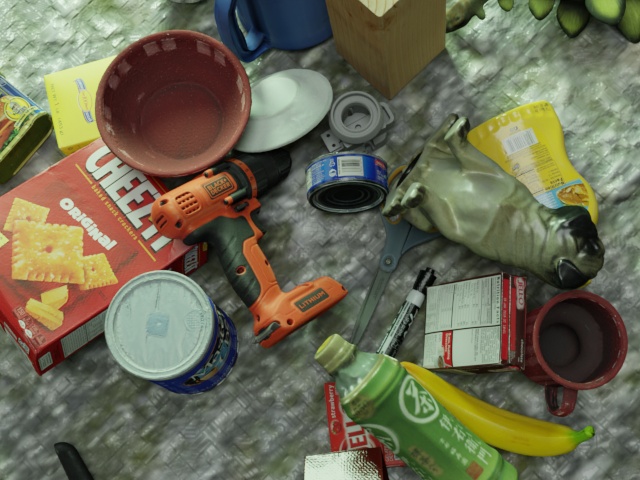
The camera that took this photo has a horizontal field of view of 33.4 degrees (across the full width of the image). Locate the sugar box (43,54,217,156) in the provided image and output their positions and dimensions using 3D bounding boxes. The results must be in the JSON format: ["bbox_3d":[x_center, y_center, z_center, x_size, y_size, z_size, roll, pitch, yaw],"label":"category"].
[{"bbox_3d":[-0.206,-0.158,1.169,0.176,0.048,0.093,-17,75,3],"label":"sugar box"}]

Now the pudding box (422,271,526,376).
[{"bbox_3d":[0.149,0.083,1.038,0.039,0.114,0.090,15,73,-35],"label":"pudding box"}]

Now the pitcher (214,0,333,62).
[{"bbox_3d":[-0.050,-0.293,1.083,0.145,0.243,0.149,-12,74,5],"label":"pitcher"}]

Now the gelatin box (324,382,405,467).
[{"bbox_3d":[0.045,0.183,1.063,0.073,0.030,0.089,-7,75,5],"label":"gelatin box"}]

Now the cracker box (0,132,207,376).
[{"bbox_3d":[-0.247,0.007,1.089,0.213,0.072,0.164,-35,75,-22],"label":"cracker box"}]

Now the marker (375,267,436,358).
[{"bbox_3d":[0.085,0.081,1.090,0.020,0.020,0.121,27,80,12],"label":"marker"}]

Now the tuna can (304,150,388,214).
[{"bbox_3d":[0.027,-0.058,1.095,0.086,0.086,0.034,-5,68,5],"label":"tuna can"}]

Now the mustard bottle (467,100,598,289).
[{"bbox_3d":[0.227,-0.040,1.084,0.096,0.058,0.192,-23,74,2],"label":"mustard bottle"}]

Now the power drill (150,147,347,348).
[{"bbox_3d":[-0.057,0.001,1.082,0.184,0.057,0.188,-31,82,-40],"label":"power drill"}]

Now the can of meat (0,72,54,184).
[{"bbox_3d":[-0.356,-0.123,1.172,0.084,0.057,0.102,38,83,11],"label":"can of meat"}]

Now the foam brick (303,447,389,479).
[{"bbox_3d":[0.026,0.236,1.016,0.078,0.051,0.053,-9,40,9],"label":"foam brick"}]

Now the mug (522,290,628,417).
[{"bbox_3d":[0.234,0.111,1.026,0.093,0.081,0.117,6,79,-8],"label":"mug"}]

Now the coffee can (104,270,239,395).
[{"bbox_3d":[-0.142,0.094,1.049,0.103,0.140,0.103,-1,76,6],"label":"coffee can"}]

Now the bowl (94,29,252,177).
[{"bbox_3d":[-0.148,-0.134,1.105,0.162,0.055,0.162,-1,74,4],"label":"bowl"}]

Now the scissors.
[{"bbox_3d":[0.091,0.018,1.107,0.096,0.016,0.202,7,77,8],"label":"scissors"}]

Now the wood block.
[{"bbox_3d":[0.066,-0.236,1.075,0.091,0.206,0.090,-43,75,-5],"label":"wood block"}]

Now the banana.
[{"bbox_3d":[0.166,0.169,1.037,0.198,0.070,0.037,16,39,18],"label":"banana"}]
